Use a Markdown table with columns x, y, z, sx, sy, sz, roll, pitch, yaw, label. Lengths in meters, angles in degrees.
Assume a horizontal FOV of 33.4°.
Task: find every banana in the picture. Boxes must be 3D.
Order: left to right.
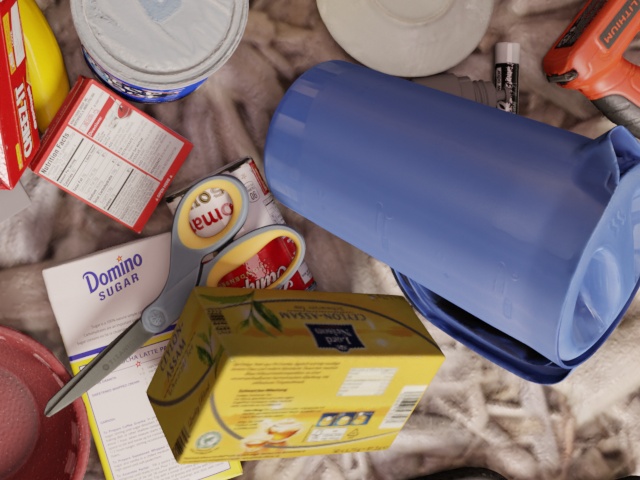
| x | y | z | sx | sy | sz | roll | pitch | yaw | label |
| --- | --- | --- | --- | --- | --- | --- | --- | --- | --- |
| -0.227 | -0.156 | 0.712 | 0.197 | 0.037 | 0.070 | 44 | 115 | -7 | banana |

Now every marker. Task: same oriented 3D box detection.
| x | y | z | sx | sy | sz | roll | pitch | yaw | label |
| --- | --- | --- | --- | --- | --- | --- | --- | --- | --- |
| 0.137 | -0.085 | 0.791 | 0.020 | 0.020 | 0.121 | 0 | 94 | -11 | marker |

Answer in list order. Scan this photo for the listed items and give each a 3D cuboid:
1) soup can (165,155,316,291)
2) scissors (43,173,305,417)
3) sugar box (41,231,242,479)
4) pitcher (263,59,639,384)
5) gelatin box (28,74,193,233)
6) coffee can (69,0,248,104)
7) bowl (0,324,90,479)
| x | y | z | sx | sy | sz | roll | pitch | yaw | label |
| --- | --- | --- | --- | --- | --- | --- | --- | --- | --- |
| -0.055 | 0.001 | 0.735 | 0.068 | 0.068 | 0.102 | -28 | 98 | -8 | soup can |
| -0.108 | 0.029 | 0.691 | 0.201 | 0.016 | 0.096 | -26 | 95 | -1 | scissors |
| -0.123 | 0.089 | 0.739 | 0.093 | 0.048 | 0.176 | -16 | 93 | -11 | sugar box |
| 0.084 | -0.020 | 0.681 | 0.243 | 0.144 | 0.149 | 27 | 88 | 31 | pitcher |
| -0.143 | -0.058 | 0.723 | 0.089 | 0.030 | 0.073 | 32 | 87 | -29 | gelatin box |
| -0.105 | -0.142 | 0.679 | 0.102 | 0.140 | 0.103 | -1 | 93 | -11 | coffee can |
| -0.236 | 0.130 | 0.714 | 0.162 | 0.055 | 0.162 | -1 | 93 | -11 | bowl |
